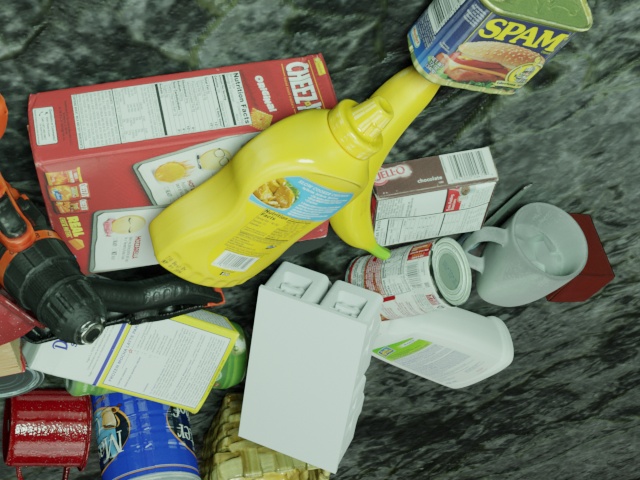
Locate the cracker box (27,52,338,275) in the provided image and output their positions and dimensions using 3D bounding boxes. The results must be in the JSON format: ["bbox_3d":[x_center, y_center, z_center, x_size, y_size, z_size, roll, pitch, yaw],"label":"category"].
[{"bbox_3d":[-0.099,-0.054,0.800,0.213,0.072,0.164,-10,151,-10],"label":"cracker box"}]

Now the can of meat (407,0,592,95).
[{"bbox_3d":[0.123,-0.150,0.748,0.101,0.057,0.084,5,148,-30],"label":"can of meat"}]

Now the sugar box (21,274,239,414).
[{"bbox_3d":[-0.173,0.092,0.981,0.176,0.048,0.093,23,99,-30],"label":"sugar box"}]

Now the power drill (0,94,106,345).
[{"bbox_3d":[-0.215,-0.031,0.696,0.057,0.185,0.188,-37,149,-21],"label":"power drill"}]

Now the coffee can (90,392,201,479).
[{"bbox_3d":[-0.188,0.206,1.140,0.102,0.140,0.103,-11,151,-6],"label":"coffee can"}]

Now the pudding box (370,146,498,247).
[{"bbox_3d":[0.095,-0.037,0.952,0.113,0.039,0.090,-8,152,-7],"label":"pudding box"}]

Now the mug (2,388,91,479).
[{"bbox_3d":[-0.294,0.211,1.136,0.081,0.117,0.093,4,180,-22],"label":"mug"}]

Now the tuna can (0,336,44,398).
[{"bbox_3d":[-0.315,0.124,1.049,0.086,0.034,0.086,-11,151,-6],"label":"tuna can"}]

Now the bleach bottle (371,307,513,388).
[{"bbox_3d":[0.106,0.099,1.170,0.103,0.068,0.250,-32,144,28],"label":"bleach bottle"}]

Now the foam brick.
[{"bbox_3d":[0.251,0.017,1.075,0.051,0.078,0.053,5,145,-29],"label":"foam brick"}]

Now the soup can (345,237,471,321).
[{"bbox_3d":[0.084,0.038,1.018,0.102,0.068,0.068,-15,156,38],"label":"soup can"}]

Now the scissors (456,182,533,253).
[{"bbox_3d":[0.130,0.005,1.059,0.096,0.016,0.202,-9,151,-21],"label":"scissors"}]

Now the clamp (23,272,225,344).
[{"bbox_3d":[-0.165,0.055,0.904,0.171,0.039,0.120,0,164,-44],"label":"clamp"}]

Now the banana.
[{"bbox_3d":[0.043,-0.064,0.852,0.069,0.037,0.198,-4,133,-23],"label":"banana"}]

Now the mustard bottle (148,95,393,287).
[{"bbox_3d":[-0.025,-0.037,0.729,0.192,0.058,0.096,-36,147,31],"label":"mustard bottle"}]
